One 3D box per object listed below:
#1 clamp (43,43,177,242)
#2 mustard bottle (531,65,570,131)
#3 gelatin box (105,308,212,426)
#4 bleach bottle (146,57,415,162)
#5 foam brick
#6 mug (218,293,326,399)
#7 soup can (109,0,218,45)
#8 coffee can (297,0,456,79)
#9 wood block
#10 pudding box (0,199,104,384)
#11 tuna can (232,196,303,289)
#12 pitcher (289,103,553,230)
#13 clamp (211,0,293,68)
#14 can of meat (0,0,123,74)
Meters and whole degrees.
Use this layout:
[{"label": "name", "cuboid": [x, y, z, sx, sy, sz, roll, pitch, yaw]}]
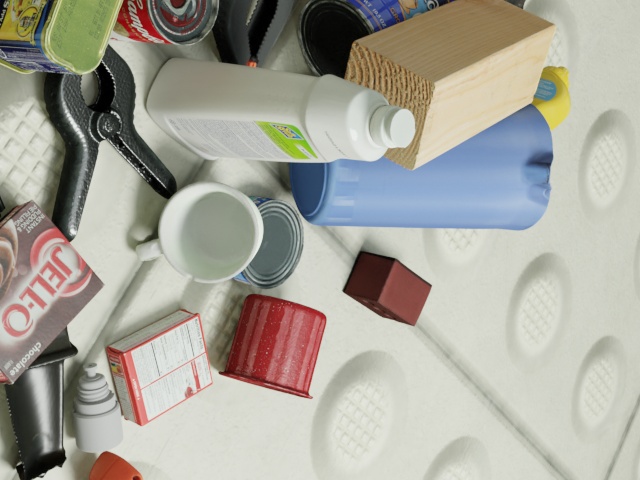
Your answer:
[{"label": "clamp", "cuboid": [-0.184, -0.084, 0.852, 0.120, 0.039, 0.171, -40, 123, -40]}, {"label": "mustard bottle", "cuboid": [0.235, -0.151, 1.244, 0.191, 0.096, 0.058, -43, 127, -32]}, {"label": "gelatin box", "cuboid": [-0.141, 0.111, 0.950, 0.089, 0.030, 0.073, -28, 118, -40]}, {"label": "bleach bottle", "cuboid": [-0.026, -0.097, 0.859, 0.102, 0.251, 0.068, 36, 73, -45]}, {"label": "foam brick", "cuboid": [0.073, 0.052, 1.150, 0.078, 0.053, 0.051, 34, 74, -45]}, {"label": "mug", "cuboid": [-0.040, 0.102, 1.024, 0.117, 0.093, 0.081, 56, 48, -75]}, {"label": "soup can", "cuboid": [-0.138, -0.188, 0.828, 0.068, 0.102, 0.068, -14, 109, -45]}, {"label": "coffee can", "cuboid": [0.062, -0.216, 1.036, 0.140, 0.103, 0.103, -38, 125, -35]}, {"label": "wood block", "cuboid": [0.117, -0.151, 0.979, 0.205, 0.091, 0.090, -31, 143, -43]}, {"label": "pudding box", "cuboid": [-0.232, 0.038, 0.806, 0.090, 0.039, 0.113, 53, 55, -20]}, {"label": "tuna can", "cuboid": [-0.057, 0.001, 1.012, 0.085, 0.034, 0.086, -14, 109, -45]}, {"label": "pitcher", "cuboid": [0.093, -0.073, 1.057, 0.242, 0.145, 0.149, -2, 147, -23]}, {"label": "clamp", "cuboid": [-0.044, -0.240, 0.914, 0.164, 0.036, 0.210, -32, 144, -41]}, {"label": "can of meat", "cuboid": [-0.194, -0.173, 0.784, 0.057, 0.084, 0.102, 23, 82, -47]}]
